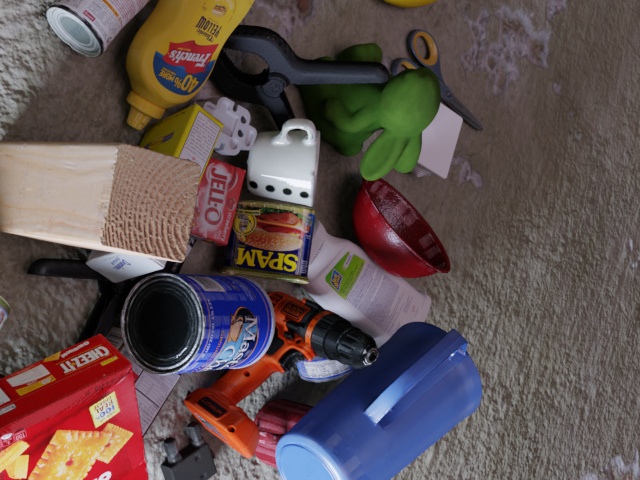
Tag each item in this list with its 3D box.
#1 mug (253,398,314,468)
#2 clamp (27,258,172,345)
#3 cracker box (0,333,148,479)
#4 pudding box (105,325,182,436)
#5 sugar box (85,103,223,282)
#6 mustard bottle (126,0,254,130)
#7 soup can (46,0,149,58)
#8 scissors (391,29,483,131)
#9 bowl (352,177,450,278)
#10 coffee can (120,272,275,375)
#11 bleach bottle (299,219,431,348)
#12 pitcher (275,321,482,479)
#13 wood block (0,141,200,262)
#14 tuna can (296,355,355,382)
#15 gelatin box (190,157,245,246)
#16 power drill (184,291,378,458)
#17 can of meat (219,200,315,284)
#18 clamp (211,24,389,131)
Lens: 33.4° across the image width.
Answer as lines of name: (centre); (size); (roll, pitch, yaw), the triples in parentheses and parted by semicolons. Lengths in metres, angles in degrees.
mug: (-0.037, 0.233, 1.259); (0.117, 0.082, 0.093); (10, 87, -44)
clamp: (-0.220, 0.037, 1.094); (0.171, 0.039, 0.120); (-47, 128, -37)
cracker box: (-0.250, 0.217, 1.009); (0.163, 0.072, 0.214); (-24, 129, -31)
pudding box: (-0.209, 0.161, 1.118); (0.090, 0.039, 0.113); (48, 65, -38)
sugar box: (-0.166, -0.048, 1.074); (0.048, 0.094, 0.176); (39, 55, -29)
mustard bottle: (-0.146, -0.199, 1.098); (0.096, 0.058, 0.192); (18, 107, -55)
soup can: (-0.212, -0.238, 1.052); (0.102, 0.069, 0.068); (-55, 127, -24)
scissors: (0.169, -0.220, 1.453); (0.201, 0.016, 0.096); (15, 84, -44)
bowl: (0.090, -0.007, 1.339); (0.055, 0.162, 0.161); (-42, 134, 18)
coffee can: (-0.126, 0.086, 1.118); (0.140, 0.103, 0.103); (7, 90, -62)
bleach bottle: (0.034, 0.044, 1.323); (0.250, 0.068, 0.102); (43, 63, -35)
pitcher: (0.068, 0.197, 1.204); (0.242, 0.145, 0.149); (-33, 118, -39)
wood block: (-0.212, -0.039, 0.976); (0.090, 0.207, 0.090); (13, 85, -44)
tuna can: (0.011, 0.136, 1.292); (0.086, 0.086, 0.034); (-31, 113, -37)
gelatin box: (-0.127, -0.046, 1.158); (0.073, 0.030, 0.089); (20, 76, -24)
power drill: (-0.046, 0.148, 1.185); (0.187, 0.185, 0.057); (-46, 127, -20)
can of meat: (-0.058, 0.001, 1.207); (0.102, 0.057, 0.084); (7, 85, 0)
clamp: (-0.040, -0.184, 1.185); (0.209, 0.165, 0.036); (34, 33, -25)
